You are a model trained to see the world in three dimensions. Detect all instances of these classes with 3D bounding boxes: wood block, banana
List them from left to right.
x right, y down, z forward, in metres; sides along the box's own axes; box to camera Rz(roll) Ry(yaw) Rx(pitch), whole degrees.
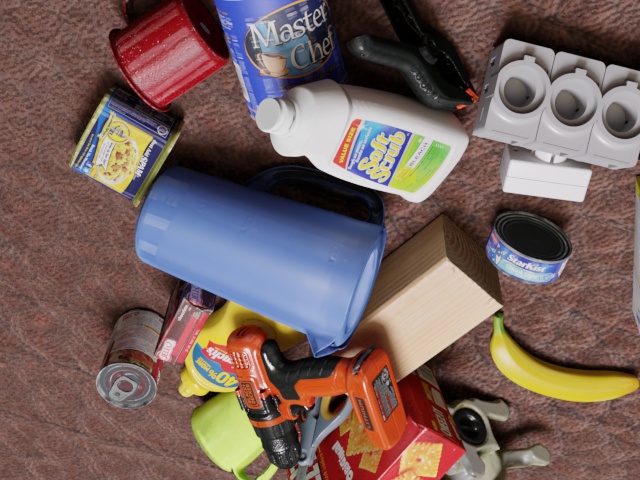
[{"bbox_3d":[0.090,0.079,1.175,0.090,0.090,0.206,40,118,-22],"label":"wood block"},{"bbox_3d":[0.273,0.152,1.242,0.197,0.037,0.070,24,124,-12],"label":"banana"}]

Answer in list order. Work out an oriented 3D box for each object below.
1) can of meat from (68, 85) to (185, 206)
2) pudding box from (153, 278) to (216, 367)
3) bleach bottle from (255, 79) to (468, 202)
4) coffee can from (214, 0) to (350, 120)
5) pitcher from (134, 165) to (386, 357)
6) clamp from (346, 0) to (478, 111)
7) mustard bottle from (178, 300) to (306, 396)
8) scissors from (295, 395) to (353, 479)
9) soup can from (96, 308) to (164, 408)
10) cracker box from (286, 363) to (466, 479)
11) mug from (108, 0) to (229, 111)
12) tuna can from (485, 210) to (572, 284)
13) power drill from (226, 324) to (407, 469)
[{"bbox_3d":[-0.201,-0.098,1.097,0.084,0.057,0.102,29,120,-12],"label":"can of meat"},{"bbox_3d":[-0.143,0.069,1.171,0.039,0.113,0.090,26,121,-10],"label":"pudding box"},{"bbox_3d":[0.032,-0.094,0.992,0.250,0.068,0.103,4,133,-49],"label":"bleach bottle"},{"bbox_3d":[-0.037,-0.193,0.993,0.103,0.102,0.140,-10,123,10],"label":"coffee can"},{"bbox_3d":[-0.057,0.001,1.098,0.243,0.149,0.145,20,116,10],"label":"pitcher"},{"bbox_3d":[0.085,-0.172,0.996,0.039,0.120,0.171,-18,127,45],"label":"clamp"},{"bbox_3d":[-0.102,0.122,1.237,0.096,0.058,0.192,37,119,-18],"label":"mustard bottle"},{"bbox_3d":[-0.001,0.239,1.228,0.096,0.201,0.016,-20,144,33],"label":"scissors"},{"bbox_3d":[-0.213,0.134,1.226,0.068,0.102,0.068,2,124,3],"label":"soup can"},{"bbox_3d":[0.055,0.249,1.221,0.072,0.164,0.214,33,108,-23],"label":"cracker box"},{"bbox_3d":[-0.146,-0.194,1.019,0.082,0.093,0.117,-30,81,16],"label":"mug"},{"bbox_3d":[0.218,0.008,1.121,0.086,0.086,0.034,13,125,-5],"label":"tuna can"},{"bbox_3d":[-0.004,0.178,1.152,0.188,0.057,0.184,-1,120,32],"label":"power drill"}]
